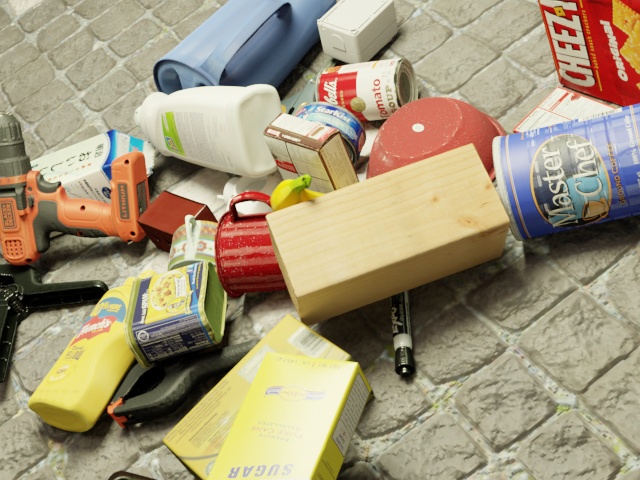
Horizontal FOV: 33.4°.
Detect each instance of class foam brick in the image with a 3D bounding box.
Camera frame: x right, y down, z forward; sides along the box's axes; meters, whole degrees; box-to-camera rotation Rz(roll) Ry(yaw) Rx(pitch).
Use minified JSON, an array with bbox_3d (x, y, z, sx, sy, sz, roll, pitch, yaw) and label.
[{"bbox_3d":[-0.159,-0.015,1.218,0.078,0.053,0.051,18,60,41],"label":"foam brick"}]

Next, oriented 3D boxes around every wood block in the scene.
[{"bbox_3d":[0.062,-0.004,1.007,0.206,0.091,0.090,-20,67,-4],"label":"wood block"}]

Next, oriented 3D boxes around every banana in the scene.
[{"bbox_3d":[0.004,-0.032,1.061,0.070,0.197,0.037,0,84,28],"label":"banana"}]

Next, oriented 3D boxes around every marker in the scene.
[{"bbox_3d":[0.077,0.080,1.018,0.020,0.020,0.121,-16,44,15],"label":"marker"}]

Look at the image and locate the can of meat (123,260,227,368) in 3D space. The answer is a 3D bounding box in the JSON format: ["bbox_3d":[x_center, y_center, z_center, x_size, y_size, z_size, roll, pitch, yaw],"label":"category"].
[{"bbox_3d":[-0.143,0.071,1.073,0.084,0.057,0.102,-17,35,11],"label":"can of meat"}]

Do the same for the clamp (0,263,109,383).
[{"bbox_3d":[-0.362,0.081,1.247,0.210,0.036,0.164,18,52,42],"label":"clamp"}]

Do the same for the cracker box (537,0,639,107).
[{"bbox_3d":[0.318,-0.202,1.046,0.072,0.164,0.214,-43,44,-17],"label":"cracker box"}]

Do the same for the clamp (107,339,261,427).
[{"bbox_3d":[-0.142,0.122,1.088,0.171,0.039,0.120,-30,31,-3],"label":"clamp"}]

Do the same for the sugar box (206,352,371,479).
[{"bbox_3d":[-0.033,0.176,0.864,0.093,0.048,0.176,2,47,29],"label":"sugar box"}]

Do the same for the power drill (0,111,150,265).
[{"bbox_3d":[-0.298,-0.064,1.253,0.188,0.184,0.057,-2,16,11],"label":"power drill"}]

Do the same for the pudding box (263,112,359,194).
[{"bbox_3d":[-0.004,-0.076,1.145,0.090,0.113,0.039,21,59,40],"label":"pudding box"}]

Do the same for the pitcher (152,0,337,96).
[{"bbox_3d":[-0.084,-0.250,1.340,0.149,0.145,0.242,17,57,40],"label":"pitcher"}]

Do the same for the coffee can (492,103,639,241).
[{"bbox_3d":[0.243,-0.063,1.000,0.140,0.102,0.102,-13,45,18],"label":"coffee can"}]

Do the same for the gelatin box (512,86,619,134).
[{"bbox_3d":[0.255,-0.114,1.097,0.073,0.030,0.089,-44,43,-13],"label":"gelatin box"}]

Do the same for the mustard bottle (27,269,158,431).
[{"bbox_3d":[-0.226,0.109,1.130,0.096,0.058,0.191,-9,42,48],"label":"mustard bottle"}]

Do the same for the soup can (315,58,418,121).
[{"bbox_3d":[0.054,-0.172,1.236,0.102,0.068,0.068,-3,48,26],"label":"soup can"}]

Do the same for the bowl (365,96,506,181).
[{"bbox_3d":[0.116,-0.103,1.146,0.162,0.055,0.162,-16,44,16],"label":"bowl"}]

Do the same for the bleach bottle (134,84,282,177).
[{"bbox_3d":[-0.142,-0.139,1.240,0.067,0.102,0.251,-25,27,-34],"label":"bleach bottle"}]

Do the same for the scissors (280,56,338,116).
[{"bbox_3d":[-0.025,-0.187,1.335,0.096,0.016,0.201,-4,48,26],"label":"scissors"}]

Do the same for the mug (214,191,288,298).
[{"bbox_3d":[-0.057,0.001,1.102,0.082,0.117,0.093,-5,27,19],"label":"mug"}]

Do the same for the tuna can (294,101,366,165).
[{"bbox_3d":[0.006,-0.113,1.194,0.086,0.086,0.033,0,51,29],"label":"tuna can"}]
